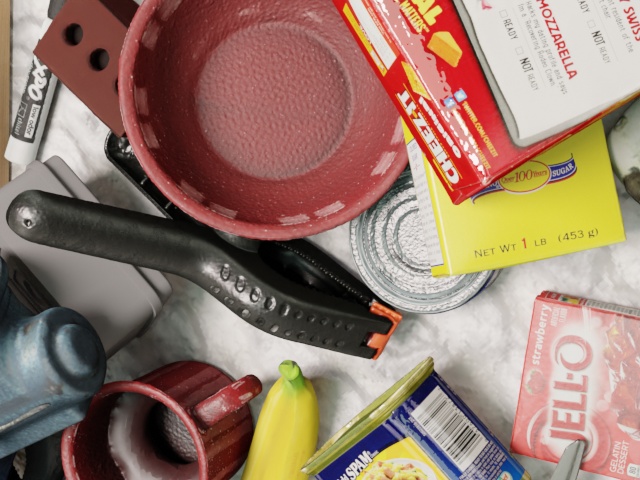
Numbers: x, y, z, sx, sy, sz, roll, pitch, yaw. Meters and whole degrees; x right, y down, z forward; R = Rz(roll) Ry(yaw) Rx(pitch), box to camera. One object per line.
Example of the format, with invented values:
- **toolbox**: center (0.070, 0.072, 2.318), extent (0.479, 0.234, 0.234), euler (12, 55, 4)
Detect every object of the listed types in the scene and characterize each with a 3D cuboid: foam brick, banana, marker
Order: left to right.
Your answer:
- **marker**: center (-0.171, -0.105, 0.662), extent (0.020, 0.020, 0.121), euler (24, 105, 16)
- **foam brick**: center (-0.117, -0.105, 0.625), extent (0.078, 0.051, 0.053), euler (43, 109, 10)
- **banana**: center (-0.039, 0.156, 0.620), extent (0.037, 0.069, 0.198), euler (21, 98, 29)

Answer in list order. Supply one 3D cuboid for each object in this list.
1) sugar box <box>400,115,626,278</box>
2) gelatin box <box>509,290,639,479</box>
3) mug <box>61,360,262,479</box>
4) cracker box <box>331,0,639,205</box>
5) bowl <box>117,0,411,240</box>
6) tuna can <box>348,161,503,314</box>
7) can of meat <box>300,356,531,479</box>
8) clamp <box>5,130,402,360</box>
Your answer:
- **sugar box**: center (0.086, -0.076, 0.531), extent (0.093, 0.048, 0.176), euler (-12, 90, -7)
- **gelatin box**: center (0.144, 0.077, 0.564), extent (0.073, 0.030, 0.089), euler (12, 101, 19)
- **mug**: center (-0.082, 0.111, 0.625), extent (0.117, 0.081, 0.093), euler (-38, 84, 21)
- **cracker box**: center (0.111, -0.140, 0.480), extent (0.213, 0.072, 0.164), euler (-31, 87, -8)
- **bowl**: center (-0.025, -0.080, 0.575), extent (0.162, 0.055, 0.162), euler (0, 88, -2)
- **tuna can**: center (0.059, -0.003, 0.583), extent (0.086, 0.033, 0.086), euler (3, 98, 20)
- **can of meat**: center (0.051, 0.125, 0.579), extent (0.084, 0.057, 0.102), euler (48, 133, 6)
- **clamp**: center (-0.054, 0.001, 0.592), extent (0.210, 0.164, 0.036), euler (25, 111, -9)
